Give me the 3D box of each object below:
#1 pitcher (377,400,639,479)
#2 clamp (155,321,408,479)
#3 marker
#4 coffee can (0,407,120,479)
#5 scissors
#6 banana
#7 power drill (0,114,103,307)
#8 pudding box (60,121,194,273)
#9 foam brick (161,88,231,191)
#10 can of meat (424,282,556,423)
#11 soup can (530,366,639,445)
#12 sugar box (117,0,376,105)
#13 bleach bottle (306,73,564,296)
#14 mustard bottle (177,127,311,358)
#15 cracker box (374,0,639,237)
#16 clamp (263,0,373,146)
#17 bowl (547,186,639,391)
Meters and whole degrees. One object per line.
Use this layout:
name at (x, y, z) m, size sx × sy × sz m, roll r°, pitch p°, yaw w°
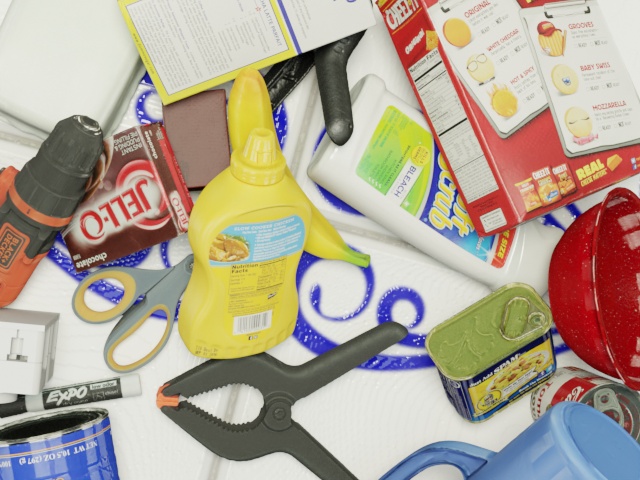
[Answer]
pitcher at (0.135, 0.229, 0.819) m, size 0.149 × 0.145 × 0.243 m, roll 27°, pitch 118°, yaw -24°
clamp at (-0.031, 0.150, 0.889) m, size 0.210 × 0.036 × 0.164 m, roll 0°, pitch 95°, yaw -7°
marker at (-0.208, 0.128, 0.874) m, size 0.121 × 0.020 × 0.020 m, roll -9°, pitch 92°, yaw -7°
coffee can at (-0.204, 0.211, 0.834) m, size 0.102 × 0.103 × 0.140 m, roll -10°, pitch 92°, yaw -7°
scissors at (-0.126, 0.016, 0.884) m, size 0.096 × 0.016 × 0.201 m, roll 35°, pitch 85°, yaw -6°
banana at (-0.030, -0.052, 0.853) m, size 0.070 × 0.037 × 0.197 m, roll -15°, pitch 125°, yaw 30°
power drill at (-0.274, -0.060, 0.813) m, size 0.187 × 0.057 × 0.185 m, roll 36°, pitch 114°, yaw -3°
pudding box at (-0.159, -0.033, 0.840) m, size 0.114 × 0.039 × 0.090 m, roll -19°, pitch 94°, yaw 31°
foam brick at (-0.100, -0.080, 0.867) m, size 0.053 × 0.051 × 0.078 m, roll -5°, pitch 92°, yaw -7°
can of meat at (0.145, 0.095, 0.881) m, size 0.102 × 0.057 × 0.084 m, roll -30°, pitch 140°, yaw -5°
soup can at (0.223, 0.144, 0.889) m, size 0.068 × 0.102 × 0.068 m, roll 0°, pitch 91°, yaw -8°
sugar box at (-0.055, -0.178, 0.802) m, size 0.176 × 0.048 × 0.093 m, roll -21°, pitch 125°, yaw 3°
bleach bottle at (0.118, -0.031, 0.893) m, size 0.250 × 0.068 × 0.102 m, roll 31°, pitch 83°, yaw -10°
mustard bottle at (-0.056, 0.001, 0.821) m, size 0.096 × 0.058 × 0.192 m, roll -9°, pitch 128°, yaw -25°
cracker box at (0.161, -0.128, 0.860) m, size 0.164 × 0.072 × 0.214 m, roll -22°, pitch 86°, yaw -26°
clamp at (0.004, -0.151, 0.858) m, size 0.120 × 0.039 × 0.171 m, roll 22°, pitch 87°, yaw 36°
bowl at (0.226, 0.040, 0.852) m, size 0.055 × 0.161 × 0.162 m, roll -8°, pitch 93°, yaw 36°
